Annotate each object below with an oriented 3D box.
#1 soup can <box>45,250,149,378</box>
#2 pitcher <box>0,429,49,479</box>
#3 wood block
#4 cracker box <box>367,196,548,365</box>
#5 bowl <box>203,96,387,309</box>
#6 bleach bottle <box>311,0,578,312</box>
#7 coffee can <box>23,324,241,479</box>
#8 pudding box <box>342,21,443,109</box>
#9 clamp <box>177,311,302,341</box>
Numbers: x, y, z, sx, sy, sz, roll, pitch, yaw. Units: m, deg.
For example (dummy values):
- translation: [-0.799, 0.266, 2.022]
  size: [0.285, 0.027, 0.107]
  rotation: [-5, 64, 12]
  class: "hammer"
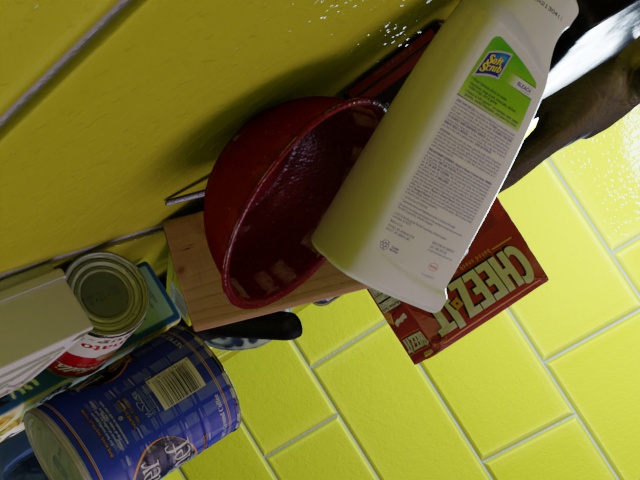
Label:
- translation: [-0.173, 0.056, 0.796]
  size: [0.068, 0.068, 0.102]
  rotation: [-29, 173, -35]
  class: "soup can"
- translation: [-0.312, 0.211, 1.187]
  size: [0.145, 0.149, 0.243]
  rotation: [-47, -179, -11]
  class: "pitcher"
- translation: [-0.003, -0.001, 0.824]
  size: [0.206, 0.090, 0.090]
  rotation: [-16, -178, 19]
  class: "wood block"
- translation: [0.116, -0.003, 1.135]
  size: [0.164, 0.214, 0.072]
  rotation: [-30, 174, -22]
  class: "cracker box"
- translation: [-0.025, -0.036, 0.698]
  size: [0.162, 0.055, 0.162]
  rotation: [-43, 156, -25]
  class: "bowl"
- translation: [0.097, -0.081, 0.691]
  size: [0.102, 0.068, 0.251]
  rotation: [24, 101, -38]
  class: "bleach bottle"
- translation: [-0.149, 0.145, 0.854]
  size: [0.140, 0.103, 0.103]
  rotation: [-31, 175, -30]
  class: "coffee can"
- translation: [0.078, -0.119, 0.792]
  size: [0.090, 0.039, 0.113]
  rotation: [-33, 174, 25]
  class: "pudding box"
- translation: [-0.099, 0.070, 1.027]
  size: [0.210, 0.036, 0.164]
  rotation: [-10, -167, 16]
  class: "clamp"
